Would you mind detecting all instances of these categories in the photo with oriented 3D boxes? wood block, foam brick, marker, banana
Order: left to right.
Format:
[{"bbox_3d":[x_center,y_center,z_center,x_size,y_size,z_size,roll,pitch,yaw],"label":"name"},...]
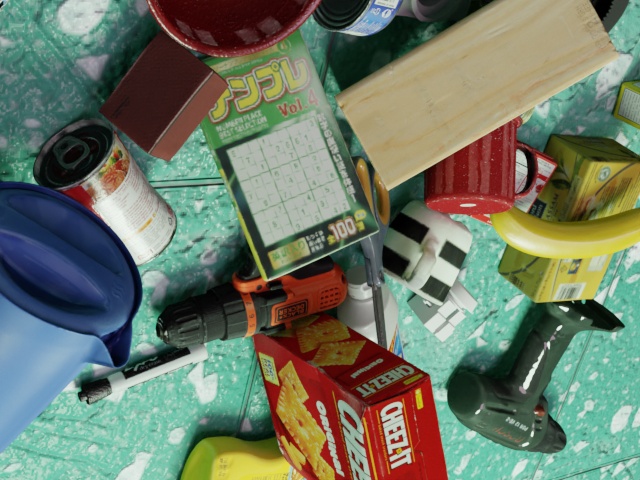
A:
[{"bbox_3d":[-0.158,0.118,0.953,0.121,0.020,0.020,-20,130,-25],"label":"marker"},{"bbox_3d":[-0.115,-0.106,0.790,0.078,0.053,0.051,-50,171,5],"label":"foam brick"},{"bbox_3d":[0.125,-0.133,0.872,0.206,0.090,0.090,-30,93,9],"label":"wood block"},{"bbox_3d":[0.249,-0.013,1.061,0.197,0.037,0.070,7,119,-14],"label":"banana"}]

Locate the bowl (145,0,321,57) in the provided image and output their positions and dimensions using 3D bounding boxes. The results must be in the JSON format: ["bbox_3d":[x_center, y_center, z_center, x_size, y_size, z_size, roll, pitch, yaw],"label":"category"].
[{"bbox_3d":[-0.065,-0.215,0.759,0.161,0.055,0.162,-19,130,-25],"label":"bowl"}]

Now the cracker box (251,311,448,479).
[{"bbox_3d":[0.025,0.165,0.959,0.072,0.214,0.164,-22,114,-23],"label":"cracker box"}]

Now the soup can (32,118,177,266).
[{"bbox_3d":[-0.161,-0.034,0.809,0.068,0.069,0.102,-40,136,-7],"label":"soup can"}]

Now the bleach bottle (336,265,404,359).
[{"bbox_3d":[0.050,0.134,1.071,0.102,0.068,0.251,-62,151,-45],"label":"bleach bottle"}]

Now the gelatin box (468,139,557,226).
[{"bbox_3d":[0.188,-0.057,1.079,0.073,0.030,0.089,18,108,-41],"label":"gelatin box"}]

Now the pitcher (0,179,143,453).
[{"bbox_3d":[-0.250,0.075,0.758,0.144,0.149,0.243,25,122,-33],"label":"pitcher"}]

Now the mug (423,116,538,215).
[{"bbox_3d":[0.146,-0.068,0.969,0.117,0.093,0.081,7,80,-24],"label":"mug"}]

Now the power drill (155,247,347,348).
[{"bbox_3d":[-0.056,0.001,0.922,0.184,0.057,0.188,-15,130,-28],"label":"power drill"}]

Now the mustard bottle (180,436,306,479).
[{"bbox_3d":[-0.049,0.245,1.096,0.191,0.058,0.096,5,111,-38],"label":"mustard bottle"}]

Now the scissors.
[{"bbox_3d":[0.054,0.019,0.968,0.096,0.016,0.202,-40,121,-63],"label":"scissors"}]

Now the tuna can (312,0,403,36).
[{"bbox_3d":[0.028,-0.201,0.818,0.033,0.086,0.086,2,118,-39],"label":"tuna can"}]
